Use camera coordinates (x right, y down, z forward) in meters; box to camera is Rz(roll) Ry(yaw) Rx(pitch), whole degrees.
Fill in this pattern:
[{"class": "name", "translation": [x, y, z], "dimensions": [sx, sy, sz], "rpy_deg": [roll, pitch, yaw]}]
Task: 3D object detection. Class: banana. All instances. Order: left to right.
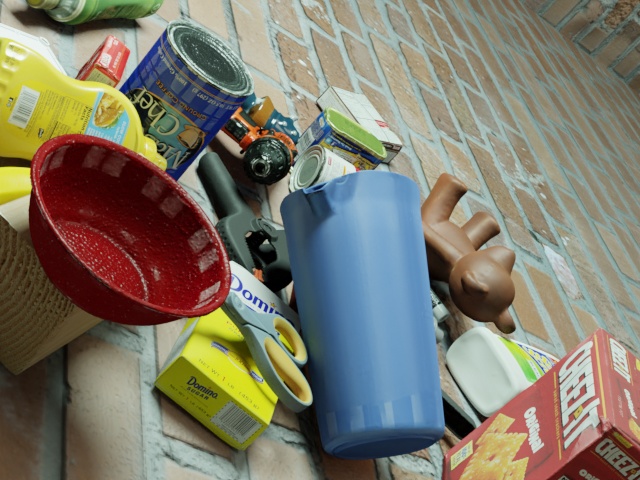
[{"class": "banana", "translation": [-0.256, -0.029, 0.837], "dimensions": [0.069, 0.037, 0.197], "rpy_deg": [35, 22, 6]}]

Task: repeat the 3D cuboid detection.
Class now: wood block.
[{"class": "wood block", "translation": [-0.185, 0.011, 0.827], "dimensions": [0.091, 0.090, 0.205], "rpy_deg": [45, 24, 3]}]

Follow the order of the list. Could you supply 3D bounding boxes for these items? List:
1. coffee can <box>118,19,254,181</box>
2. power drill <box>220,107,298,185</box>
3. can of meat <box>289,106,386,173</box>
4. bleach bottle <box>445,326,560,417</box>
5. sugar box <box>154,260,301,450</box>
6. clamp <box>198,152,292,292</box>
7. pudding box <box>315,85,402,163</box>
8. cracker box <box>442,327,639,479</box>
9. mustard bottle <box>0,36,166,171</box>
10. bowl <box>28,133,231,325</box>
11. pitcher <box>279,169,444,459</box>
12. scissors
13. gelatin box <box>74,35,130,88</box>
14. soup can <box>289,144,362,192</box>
[{"class": "coffee can", "translation": [-0.146, -0.128, 1.039], "dimensions": [0.102, 0.140, 0.103], "rpy_deg": [34, 27, -20]}, {"class": "power drill", "translation": [-0.107, -0.133, 1.168], "dimensions": [0.187, 0.057, 0.184], "rpy_deg": [42, 8, -4]}, {"class": "can of meat", "translation": [0.019, -0.106, 1.319], "dimensions": [0.102, 0.084, 0.057], "rpy_deg": [29, 29, -29]}, {"class": "bleach bottle", "translation": [0.255, 0.166, 1.277], "dimensions": [0.250, 0.068, 0.103], "rpy_deg": [14, 37, -51]}, {"class": "sugar box", "translation": [-0.073, 0.093, 0.918], "dimensions": [0.093, 0.048, 0.176], "rpy_deg": [41, 27, -11]}, {"class": "clamp", "translation": [-0.057, 0.001, 1.094], "dimensions": [0.164, 0.036, 0.210], "rpy_deg": [32, 24, -22]}, {"class": "pudding box", "translation": [0.056, -0.166, 1.523], "dimensions": [0.089, 0.039, 0.113], "rpy_deg": [3, 44, -54]}, {"class": "cracker box", "translation": [0.200, 0.198, 0.959], "dimensions": [0.072, 0.214, 0.164], "rpy_deg": [39, 25, -9]}, {"class": "mustard bottle", "translation": [-0.217, -0.098, 0.943], "dimensions": [0.191, 0.096, 0.058], "rpy_deg": [23, -1, -38]}, {"class": "bowl", "translation": [-0.140, 0.004, 0.730], "dimensions": [0.162, 0.055, 0.162], "rpy_deg": [35, 26, -21]}, {"class": "pitcher", "translation": [0.046, 0.071, 0.972], "dimensions": [0.149, 0.145, 0.243], "rpy_deg": [2, 67, -21]}, {"class": "scissors", "translation": [-0.064, 0.052, 0.883], "dimensions": [0.201, 0.016, 0.096], "rpy_deg": [57, 18, -10]}, {"class": "gelatin box", "translation": [-0.220, -0.144, 1.015], "dimensions": [0.030, 0.089, 0.073], "rpy_deg": [35, 27, -19]}, {"class": "soup can", "translation": [0.021, -0.062, 1.273], "dimensions": [0.102, 0.069, 0.068], "rpy_deg": [29, 29, -29]}]
